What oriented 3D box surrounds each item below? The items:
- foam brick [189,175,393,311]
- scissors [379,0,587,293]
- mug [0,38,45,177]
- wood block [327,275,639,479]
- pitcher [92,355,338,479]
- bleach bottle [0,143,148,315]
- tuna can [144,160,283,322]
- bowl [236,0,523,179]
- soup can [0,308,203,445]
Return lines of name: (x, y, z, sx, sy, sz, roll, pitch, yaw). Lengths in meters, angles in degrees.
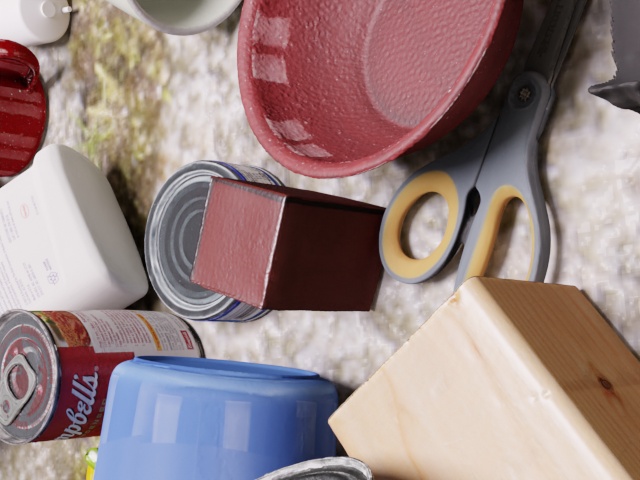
foam brick: (-0.013, 0.002, 0.502, 0.053, 0.078, 0.051, 16, 97, 42)
scissors: (0.075, -0.057, 0.473, 0.096, 0.016, 0.202, 8, 90, 42)
mug: (-0.225, -0.091, 0.684, 0.117, 0.081, 0.093, -37, 64, 32)
wood block: (0.107, 0.120, 0.384, 0.090, 0.090, 0.206, -49, 58, 25)
pitcher: (-0.055, 0.178, 0.485, 0.149, 0.144, 0.243, 2, 85, 43)
bleach bottle: (-0.228, 0.049, 0.629, 0.251, 0.068, 0.102, -30, 67, 10)
tuna can: (-0.054, 0.001, 0.564, 0.086, 0.033, 0.086, -4, 84, 40)
bowl: (0.034, -0.100, 0.475, 0.162, 0.055, 0.162, -16, 67, 43)
soup can: (-0.120, 0.071, 0.570, 0.069, 0.102, 0.068, -4, 84, 40)
